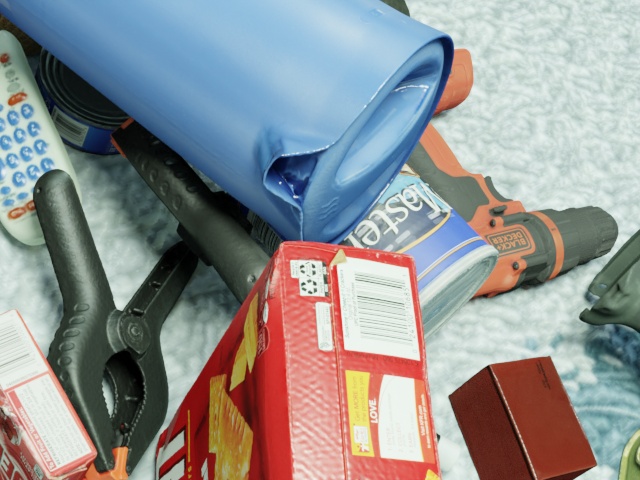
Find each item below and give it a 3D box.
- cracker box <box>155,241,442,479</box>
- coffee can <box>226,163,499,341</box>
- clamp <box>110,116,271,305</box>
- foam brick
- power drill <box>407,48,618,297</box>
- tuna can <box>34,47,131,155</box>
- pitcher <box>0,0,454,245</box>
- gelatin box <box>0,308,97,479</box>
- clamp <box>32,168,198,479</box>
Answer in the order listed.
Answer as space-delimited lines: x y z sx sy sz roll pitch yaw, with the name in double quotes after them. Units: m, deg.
-0.021 0.124 0.487 0.072 0.214 0.164 9 55 -20 "cracker box"
0.025 -0.005 0.658 0.102 0.103 0.140 -30 69 -38 "coffee can"
-0.054 0.001 0.617 0.036 0.164 0.210 -41 54 -3 "clamp"
0.126 0.119 0.672 0.052 0.051 0.078 -4 61 -30 "foam brick"
0.113 -0.050 0.775 0.184 0.057 0.188 -12 65 -32 "power drill"
-0.143 -0.098 0.694 0.086 0.034 0.086 13 54 -19 "tuna can"
-0.055 -0.112 0.582 0.243 0.149 0.145 35 78 15 "pitcher"
-0.151 0.090 0.536 0.030 0.073 0.089 -22 72 -35 "gelatin box"
-0.109 0.052 0.597 0.120 0.039 0.171 16 62 -46 "clamp"
